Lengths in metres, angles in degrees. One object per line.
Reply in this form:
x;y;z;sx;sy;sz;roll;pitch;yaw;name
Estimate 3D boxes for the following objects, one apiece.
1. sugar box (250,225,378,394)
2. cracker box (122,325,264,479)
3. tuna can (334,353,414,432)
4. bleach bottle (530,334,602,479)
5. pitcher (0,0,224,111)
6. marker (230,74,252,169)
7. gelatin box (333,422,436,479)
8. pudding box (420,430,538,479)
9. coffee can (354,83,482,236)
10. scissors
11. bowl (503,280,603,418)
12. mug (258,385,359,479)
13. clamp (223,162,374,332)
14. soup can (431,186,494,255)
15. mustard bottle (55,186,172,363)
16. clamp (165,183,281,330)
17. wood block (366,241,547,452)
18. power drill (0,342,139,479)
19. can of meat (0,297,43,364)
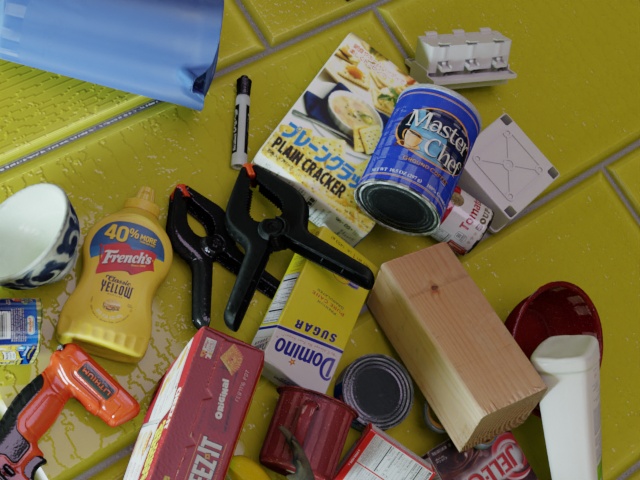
-0.008;0.081;1.187;0.093;0.048;0.176;37;59;-25;sugar box
-0.130;0.193;1.018;0.072;0.214;0.164;22;64;-11;cracker box
0.059;0.172;1.195;0.086;0.034;0.086;7;68;-17;tuna can
0.284;0.238;1.188;0.102;0.068;0.251;-26;111;-64;bleach bottle
-0.235;-0.239;1.204;0.242;0.149;0.145;11;82;-12;pitcher
-0.093;-0.142;1.268;0.020;0.020;0.121;9;68;-17;marker
0.068;0.252;1.153;0.089;0.030;0.073;34;95;-4;gelatin box
0.176;0.257;1.201;0.113;0.039;0.090;-24;79;-26;pudding box
0.111;-0.091;1.201;0.102;0.103;0.140;29;65;-7;coffee can
0.155;0.148;1.230;0.096;0.016;0.202;1;53;-12;scissors
0.260;0.127;1.252;0.161;0.055;0.162;-1;92;-36;bowl
-0.015;0.203;1.114;0.093;0.117;0.081;17;69;6;mug
-0.058;0.001;1.165;0.164;0.036;0.210;-22;55;-14;clamp
0.149;-0.036;1.287;0.102;0.069;0.068;34;63;-6;soup can
-0.210;0.029;1.140;0.096;0.058;0.191;16;65;-8;mustard bottle
-0.113;0.013;1.193;0.120;0.039;0.171;-8;71;-40;clamp
0.147;0.115;1.184;0.090;0.090;0.206;-18;60;-24;wood block
-0.269;0.208;1.051;0.184;0.057;0.187;45;62;0;power drill
-0.322;0.091;1.053;0.083;0.102;0.057;1;71;-22;can of meat
